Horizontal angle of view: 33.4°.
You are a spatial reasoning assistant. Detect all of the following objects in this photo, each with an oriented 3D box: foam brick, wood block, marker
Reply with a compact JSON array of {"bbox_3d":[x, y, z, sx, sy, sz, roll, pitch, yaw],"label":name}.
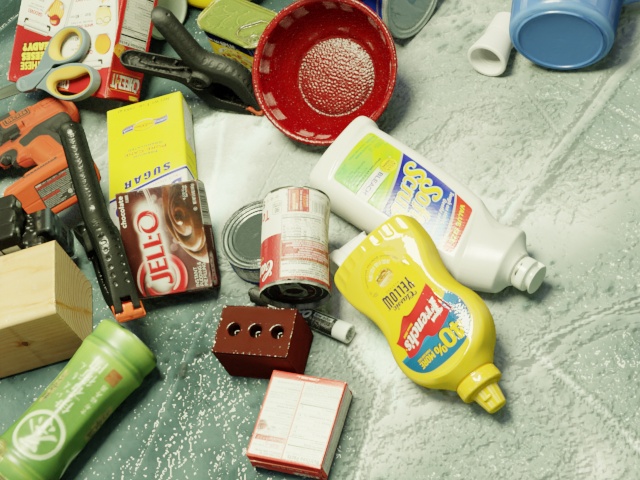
[{"bbox_3d":[-0.054,0.097,1.011,0.078,0.051,0.053,1,57,19],"label":"foam brick"},{"bbox_3d":[-0.347,0.085,1.092,0.206,0.090,0.090,-16,54,7],"label":"wood block"},{"bbox_3d":[-0.021,0.070,1.039,0.121,0.020,0.020,21,65,29],"label":"marker"}]

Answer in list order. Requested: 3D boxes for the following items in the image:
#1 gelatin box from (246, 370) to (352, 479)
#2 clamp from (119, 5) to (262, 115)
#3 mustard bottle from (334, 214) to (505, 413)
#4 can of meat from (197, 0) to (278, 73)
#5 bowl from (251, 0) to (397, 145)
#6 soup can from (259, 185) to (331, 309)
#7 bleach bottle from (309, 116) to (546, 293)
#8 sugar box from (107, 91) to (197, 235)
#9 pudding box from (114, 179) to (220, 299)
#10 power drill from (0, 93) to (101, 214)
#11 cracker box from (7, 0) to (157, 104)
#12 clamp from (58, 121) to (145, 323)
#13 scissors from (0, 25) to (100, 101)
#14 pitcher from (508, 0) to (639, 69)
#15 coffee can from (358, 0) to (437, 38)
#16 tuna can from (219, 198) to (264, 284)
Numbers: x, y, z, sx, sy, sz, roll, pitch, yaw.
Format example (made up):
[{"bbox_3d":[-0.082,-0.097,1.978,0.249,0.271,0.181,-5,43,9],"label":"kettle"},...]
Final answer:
[{"bbox_3d":[-0.019,0.167,0.965,0.073,0.030,0.089,6,59,20],"label":"gelatin box"},{"bbox_3d":[-0.142,-0.189,1.199,0.120,0.171,0.039,-15,46,55],"label":"clamp"},{"bbox_3d":[0.100,0.074,0.956,0.096,0.058,0.192,-45,65,17],"label":"mustard bottle"},{"bbox_3d":[-0.081,-0.223,1.224,0.102,0.084,0.057,28,68,32],"label":"can of meat"},{"bbox_3d":[0.010,-0.182,1.157,0.162,0.055,0.162,0,91,17],"label":"bowl"},{"bbox_3d":[-0.023,0.007,1.017,0.068,0.068,0.102,-6,64,14],"label":"soup can"},{"bbox_3d":[0.111,-0.027,1.037,0.251,0.068,0.102,31,73,31],"label":"bleach bottle"},{"bbox_3d":[-0.186,-0.079,1.182,0.093,0.048,0.176,-16,52,7],"label":"sugar box"},{"bbox_3d":[-0.155,0.000,1.090,0.090,0.039,0.113,-9,86,11],"label":"pudding box"},{"bbox_3d":[-0.340,-0.086,1.206,0.184,0.057,0.188,-33,40,-11],"label":"power drill"},{"bbox_3d":[-0.276,-0.280,1.273,0.164,0.072,0.214,14,95,30],"label":"cracker box"},{"bbox_3d":[-0.221,0.005,1.078,0.036,0.165,0.210,-16,58,-18],"label":"clamp"},{"bbox_3d":[-0.338,-0.203,1.254,0.202,0.016,0.096,5,89,29],"label":"scissors"},{"bbox_3d":[0.283,-0.304,1.141,0.149,0.144,0.242,-8,55,38],"label":"pitcher"},{"bbox_3d":[0.053,-0.301,1.222,0.140,0.102,0.102,28,69,32],"label":"coffee can"},{"bbox_3d":[-0.057,0.001,1.090,0.086,0.033,0.086,-9,54,12],"label":"tuna can"}]
